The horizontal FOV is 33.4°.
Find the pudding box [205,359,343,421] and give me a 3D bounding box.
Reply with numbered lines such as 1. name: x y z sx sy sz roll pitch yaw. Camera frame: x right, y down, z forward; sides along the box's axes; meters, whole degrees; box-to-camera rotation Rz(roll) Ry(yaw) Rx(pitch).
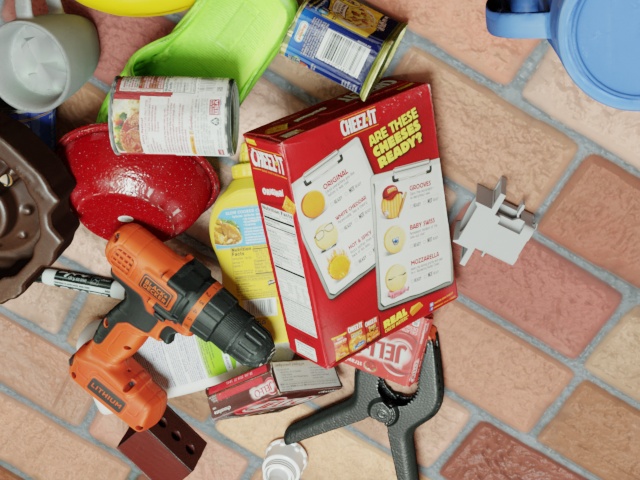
1. pudding box: -0.046 0.148 1.071 0.090 0.113 0.039 -24 76 32

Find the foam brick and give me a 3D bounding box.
1. foam brick: -0.174 0.227 1.177 0.078 0.053 0.051 45 116 -10

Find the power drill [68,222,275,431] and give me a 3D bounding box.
1. power drill: -0.149 0.097 1.014 0.184 0.057 0.188 39 123 7

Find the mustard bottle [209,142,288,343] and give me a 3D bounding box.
1. mustard bottle: -0.057 0.001 1.019 0.096 0.058 0.191 -6 92 17

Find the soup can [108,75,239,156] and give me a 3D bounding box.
1. soup can: -0.123 -0.106 0.911 0.102 0.068 0.068 1 115 2

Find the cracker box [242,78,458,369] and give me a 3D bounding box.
1. cracker box: 0.032 -0.018 0.950 0.072 0.163 0.214 19 127 51

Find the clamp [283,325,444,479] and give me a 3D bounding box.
1. clamp: 0.075 0.180 1.100 0.164 0.036 0.210 35 115 5

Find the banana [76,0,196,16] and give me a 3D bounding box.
1. banana: -0.146 -0.236 0.962 0.198 0.037 0.069 -13 86 16

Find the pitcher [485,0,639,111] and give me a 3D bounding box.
1. pitcher: 0.215 -0.169 0.787 0.145 0.242 0.149 40 111 -4

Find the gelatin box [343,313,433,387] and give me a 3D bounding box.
1. gelatin box: 0.060 0.094 1.046 0.089 0.030 0.073 19 104 25

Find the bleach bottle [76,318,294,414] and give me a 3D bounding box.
1. bleach bottle: -0.120 0.114 1.106 0.251 0.068 0.102 -10 113 15

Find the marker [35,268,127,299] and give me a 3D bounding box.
1. marker: -0.262 0.043 1.130 0.121 0.020 0.020 10 117 9

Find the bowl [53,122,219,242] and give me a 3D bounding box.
1. bowl: -0.179 -0.041 1.006 0.162 0.055 0.162 5 148 3

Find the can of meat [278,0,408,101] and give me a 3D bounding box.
1. can of meat: 0.020 -0.172 0.914 0.084 0.102 0.057 27 118 2
